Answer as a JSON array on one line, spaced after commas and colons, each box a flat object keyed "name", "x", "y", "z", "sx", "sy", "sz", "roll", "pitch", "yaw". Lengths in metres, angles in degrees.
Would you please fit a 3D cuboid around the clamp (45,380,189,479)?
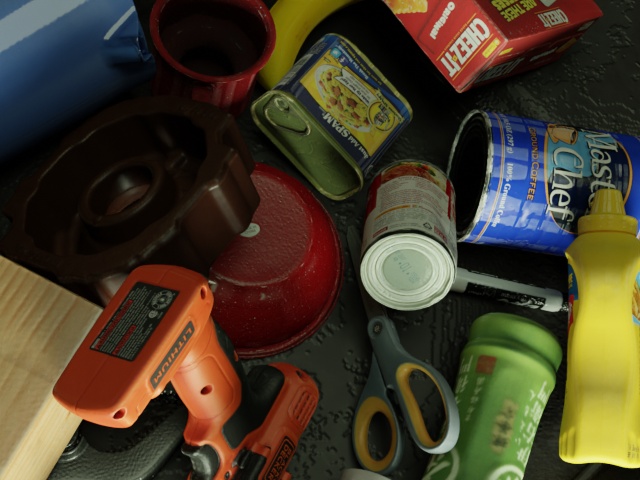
[{"name": "clamp", "x": -0.176, "y": 0.122, "z": 0.695, "sx": 0.209, "sy": 0.036, "sz": 0.164, "roll": -23, "pitch": 73, "yaw": -18}]

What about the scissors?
[{"name": "scissors", "x": 0.035, "y": 0.084, "z": 0.768, "sx": 0.016, "sy": 0.096, "sz": 0.202, "roll": 22, "pitch": 25, "yaw": -40}]

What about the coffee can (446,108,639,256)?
[{"name": "coffee can", "x": 0.177, "y": -0.040, "z": 0.818, "sx": 0.140, "sy": 0.103, "sz": 0.103, "roll": 8, "pitch": 64, "yaw": -10}]

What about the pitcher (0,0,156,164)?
[{"name": "pitcher", "x": -0.251, "y": -0.113, "z": 0.745, "sx": 0.242, "sy": 0.149, "sz": 0.145, "roll": -37, "pitch": 94, "yaw": -22}]

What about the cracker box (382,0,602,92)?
[{"name": "cracker box", "x": 0.110, "y": -0.233, "z": 0.885, "sx": 0.163, "sy": 0.072, "sz": 0.214, "roll": -24, "pitch": 72, "yaw": -45}]

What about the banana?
[{"name": "banana", "x": 0.001, "y": -0.186, "z": 0.884, "sx": 0.069, "sy": 0.037, "sz": 0.197, "roll": 50, "pitch": 64, "yaw": -22}]

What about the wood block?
[{"name": "wood block", "x": -0.210, "y": 0.121, "z": 0.622, "sx": 0.091, "sy": 0.090, "sz": 0.206, "roll": 26, "pitch": 68, "yaw": 6}]

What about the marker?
[{"name": "marker", "x": 0.154, "y": 0.041, "z": 0.823, "sx": 0.121, "sy": 0.020, "sz": 0.020, "roll": 13, "pitch": 63, "yaw": -8}]

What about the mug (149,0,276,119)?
[{"name": "mug", "x": -0.087, "y": -0.127, "z": 0.806, "sx": 0.093, "sy": 0.082, "sz": 0.117, "roll": 8, "pitch": 64, "yaw": -10}]

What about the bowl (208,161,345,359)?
[{"name": "bowl", "x": -0.055, "y": 0.001, "z": 0.770, "sx": 0.162, "sy": 0.055, "sz": 0.162, "roll": 5, "pitch": 65, "yaw": -11}]

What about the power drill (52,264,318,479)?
[{"name": "power drill", "x": -0.082, "y": 0.120, "z": 0.647, "sx": 0.057, "sy": 0.187, "sz": 0.184, "roll": 9, "pitch": 56, "yaw": 32}]

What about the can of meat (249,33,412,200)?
[{"name": "can of meat", "x": 0.011, "y": -0.097, "z": 0.821, "sx": 0.102, "sy": 0.058, "sz": 0.083, "roll": 46, "pitch": 60, "yaw": -12}]

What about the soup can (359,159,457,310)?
[{"name": "soup can", "x": 0.064, "y": -0.005, "z": 0.772, "sx": 0.068, "sy": 0.069, "sz": 0.102, "roll": 18, "pitch": 33, "yaw": -5}]
